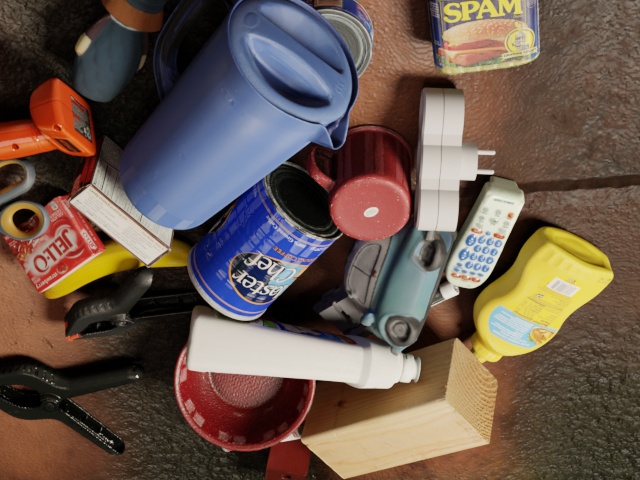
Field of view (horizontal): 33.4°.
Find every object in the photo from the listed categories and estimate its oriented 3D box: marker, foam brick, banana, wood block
[{"bbox_3d":[0.100,0.077,1.208,0.121,0.020,0.020,-28,123,23],"label":"marker"},{"bbox_3d":[-0.041,0.286,1.348,0.053,0.051,0.078,12,142,3],"label":"foam brick"},{"bbox_3d":[-0.221,0.027,1.169,0.198,0.037,0.069,-8,128,9],"label":"banana"},{"bbox_3d":[0.090,0.196,1.231,0.206,0.090,0.090,-22,125,35],"label":"wood block"}]

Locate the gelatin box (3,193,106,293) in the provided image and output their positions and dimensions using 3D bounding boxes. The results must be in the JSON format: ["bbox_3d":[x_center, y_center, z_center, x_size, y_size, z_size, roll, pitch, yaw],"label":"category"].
[{"bbox_3d":[-0.284,0.003,1.136,0.089,0.030,0.073,-32,92,25],"label":"gelatin box"}]

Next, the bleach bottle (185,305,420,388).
[{"bbox_3d":[-0.018,0.122,1.159,0.250,0.102,0.068,9,91,-7],"label":"bleach bottle"}]

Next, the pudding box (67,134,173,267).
[{"bbox_3d":[-0.197,-0.040,1.079,0.039,0.090,0.113,-35,120,26],"label":"pudding box"}]

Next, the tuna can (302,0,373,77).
[{"bbox_3d":[0.007,-0.184,0.990,0.086,0.033,0.086,1,129,1],"label":"tuna can"}]

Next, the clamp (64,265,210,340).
[{"bbox_3d":[-0.222,0.072,1.186,0.172,0.039,0.120,-18,147,15],"label":"clamp"}]

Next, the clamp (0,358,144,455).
[{"bbox_3d":[-0.319,0.183,1.299,0.209,0.036,0.165,19,128,-12],"label":"clamp"}]

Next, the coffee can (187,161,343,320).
[{"bbox_3d":[-0.057,0.001,1.099,0.102,0.103,0.140,32,123,-21],"label":"coffee can"}]

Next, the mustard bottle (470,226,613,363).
[{"bbox_3d":[0.225,0.073,1.174,0.096,0.058,0.192,22,126,-20],"label":"mustard bottle"}]

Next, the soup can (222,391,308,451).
[{"bbox_3d":[-0.071,0.214,1.295,0.102,0.068,0.068,-12,128,11],"label":"soup can"}]

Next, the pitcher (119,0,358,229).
[{"bbox_3d":[-0.092,-0.116,0.975,0.144,0.149,0.243,19,144,-30],"label":"pitcher"}]

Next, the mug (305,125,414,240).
[{"bbox_3d":[0.039,-0.059,1.060,0.117,0.081,0.093,24,126,-17],"label":"mug"}]

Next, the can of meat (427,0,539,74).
[{"bbox_3d":[0.146,-0.201,0.957,0.102,0.057,0.084,-6,131,8],"label":"can of meat"}]

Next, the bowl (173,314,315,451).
[{"bbox_3d":[-0.086,0.157,1.232,0.162,0.055,0.162,0,97,0],"label":"bowl"}]

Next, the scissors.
[{"bbox_3d":[-0.361,-0.013,1.136,0.202,0.016,0.096,-38,90,27],"label":"scissors"}]

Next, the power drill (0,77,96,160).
[{"bbox_3d":[-0.320,-0.103,1.005,0.188,0.057,0.184,-10,170,8],"label":"power drill"}]
